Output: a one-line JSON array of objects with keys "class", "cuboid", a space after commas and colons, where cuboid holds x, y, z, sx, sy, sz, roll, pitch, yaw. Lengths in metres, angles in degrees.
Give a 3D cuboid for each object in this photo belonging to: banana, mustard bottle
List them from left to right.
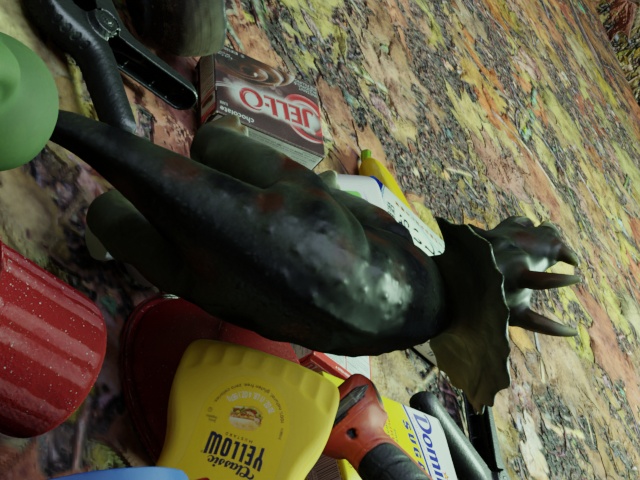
[{"class": "mustard bottle", "cuboid": [-0.060, 0.155, 0.588, 0.096, 0.058, 0.191, 19, 62, 1]}, {"class": "banana", "cuboid": [0.091, -0.011, 1.110, 0.198, 0.037, 0.069, 61, 27, 3]}]

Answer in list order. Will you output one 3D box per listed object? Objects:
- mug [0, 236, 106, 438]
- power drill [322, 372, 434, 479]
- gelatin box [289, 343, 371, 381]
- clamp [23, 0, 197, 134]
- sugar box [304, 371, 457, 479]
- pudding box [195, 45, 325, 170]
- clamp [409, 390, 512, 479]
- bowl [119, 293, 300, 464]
[{"class": "mug", "cuboid": [-0.169, 0.043, 0.540, 0.117, 0.093, 0.081, 33, -6, 47]}, {"class": "power drill", "cuboid": [0.072, 0.174, 0.688, 0.188, 0.057, 0.184, 46, -3, 15]}, {"class": "gelatin box", "cuboid": [0.007, 0.082, 0.868, 0.073, 0.030, 0.089, 40, 31, -32]}, {"class": "clamp", "cuboid": [-0.167, -0.144, 0.783, 0.171, 0.039, 0.120, 46, 23, -13]}, {"class": "sugar box", "cuboid": [0.046, 0.169, 0.828, 0.176, 0.048, 0.093, 26, 42, -47]}, {"class": "pudding box", "cuboid": [-0.052, -0.112, 0.924, 0.113, 0.039, 0.090, 18, 44, -28]}, {"class": "clamp", "cuboid": [0.147, 0.220, 0.963, 0.164, 0.036, 0.210, 14, 54, -60]}, {"class": "bowl", "cuboid": [-0.057, 0.097, 0.707, 0.162, 0.055, 0.162, 41, 31, -33]}]
